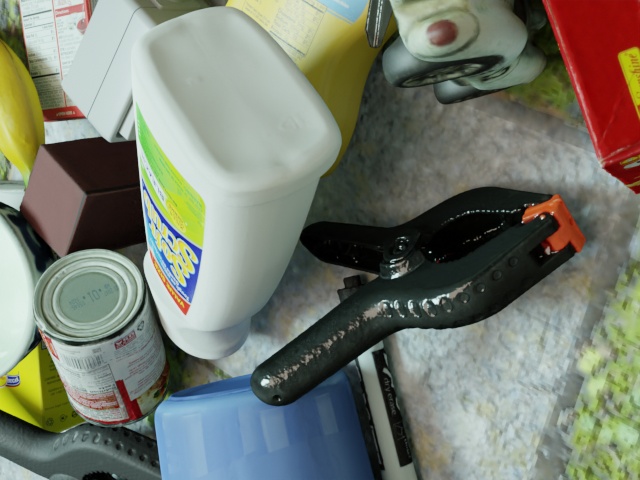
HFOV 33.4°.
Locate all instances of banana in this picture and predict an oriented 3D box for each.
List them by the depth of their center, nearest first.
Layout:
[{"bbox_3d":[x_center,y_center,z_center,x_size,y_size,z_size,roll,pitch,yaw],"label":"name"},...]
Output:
[{"bbox_3d":[-0.223,-0.103,0.716,0.198,0.037,0.070,51,130,42],"label":"banana"}]

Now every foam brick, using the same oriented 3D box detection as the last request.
[{"bbox_3d":[-0.137,-0.028,0.662,0.051,0.078,0.053,43,123,24],"label":"foam brick"}]

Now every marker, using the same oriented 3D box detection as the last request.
[{"bbox_3d":[0.031,0.078,0.580,0.020,0.020,0.121,-14,89,41],"label":"marker"}]

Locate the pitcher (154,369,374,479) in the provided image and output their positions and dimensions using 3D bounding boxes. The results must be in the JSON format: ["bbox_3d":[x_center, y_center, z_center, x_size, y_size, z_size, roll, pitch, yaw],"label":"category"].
[{"bbox_3d":[-0.009,0.193,0.567,0.149,0.145,0.243,-11,88,8],"label":"pitcher"}]

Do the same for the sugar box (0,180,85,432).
[{"bbox_3d":[-0.219,0.046,0.766,0.094,0.048,0.176,3,102,37],"label":"sugar box"}]

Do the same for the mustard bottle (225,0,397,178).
[{"bbox_3d":[0.001,-0.131,0.538,0.096,0.058,0.192,41,122,25],"label":"mustard bottle"}]

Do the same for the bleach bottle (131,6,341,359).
[{"bbox_3d":[-0.054,0.001,0.553,0.103,0.068,0.251,55,156,23],"label":"bleach bottle"}]

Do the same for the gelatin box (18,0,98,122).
[{"bbox_3d":[-0.159,-0.124,0.694,0.073,0.030,0.089,1,99,41],"label":"gelatin box"}]

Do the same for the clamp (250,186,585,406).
[{"bbox_3d":[0.039,0.023,0.512,0.172,0.120,0.039,-16,133,40],"label":"clamp"}]

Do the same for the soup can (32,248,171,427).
[{"bbox_3d":[-0.132,0.061,0.653,0.069,0.068,0.102,41,154,27],"label":"soup can"}]

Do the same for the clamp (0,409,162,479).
[{"bbox_3d":[-0.164,0.168,0.726,0.210,0.036,0.164,2,127,22],"label":"clamp"}]
